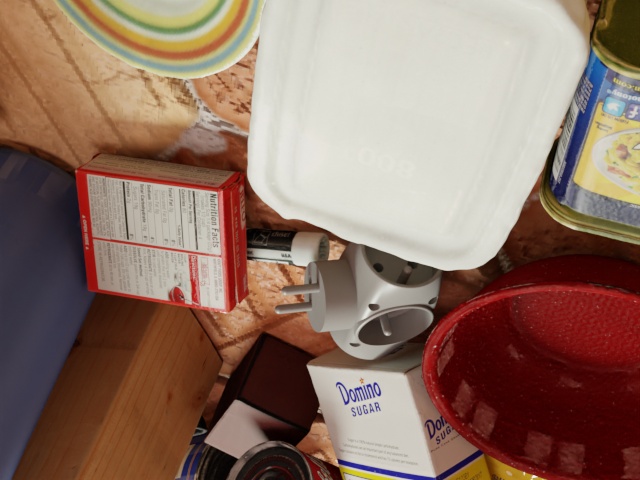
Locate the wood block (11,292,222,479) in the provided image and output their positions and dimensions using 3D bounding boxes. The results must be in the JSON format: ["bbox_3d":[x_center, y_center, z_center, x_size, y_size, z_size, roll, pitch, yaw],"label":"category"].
[{"bbox_3d":[-0.147,0.131,0.647,0.091,0.206,0.090,2,140,25],"label":"wood block"}]

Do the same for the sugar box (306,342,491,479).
[{"bbox_3d":[0.057,0.146,0.615,0.094,0.048,0.176,-3,104,54],"label":"sugar box"}]

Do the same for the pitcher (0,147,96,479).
[{"bbox_3d":[-0.210,0.073,0.574,0.149,0.242,0.145,5,141,21],"label":"pitcher"}]

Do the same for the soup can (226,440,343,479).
[{"bbox_3d":[-0.005,0.172,0.670,0.069,0.068,0.102,-8,152,34],"label":"soup can"}]

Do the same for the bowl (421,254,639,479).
[{"bbox_3d":[0.135,0.058,0.533,0.162,0.055,0.162,12,139,11],"label":"bowl"}]

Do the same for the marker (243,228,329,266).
[{"bbox_3d":[-0.054,0.001,0.593,0.121,0.020,0.020,5,141,22],"label":"marker"}]

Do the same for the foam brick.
[{"bbox_3d":[-0.035,0.106,0.690,0.051,0.053,0.078,26,144,-7],"label":"foam brick"}]

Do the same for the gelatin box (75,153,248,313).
[{"bbox_3d":[-0.083,-0.005,0.572,0.089,0.030,0.073,8,117,17],"label":"gelatin box"}]
